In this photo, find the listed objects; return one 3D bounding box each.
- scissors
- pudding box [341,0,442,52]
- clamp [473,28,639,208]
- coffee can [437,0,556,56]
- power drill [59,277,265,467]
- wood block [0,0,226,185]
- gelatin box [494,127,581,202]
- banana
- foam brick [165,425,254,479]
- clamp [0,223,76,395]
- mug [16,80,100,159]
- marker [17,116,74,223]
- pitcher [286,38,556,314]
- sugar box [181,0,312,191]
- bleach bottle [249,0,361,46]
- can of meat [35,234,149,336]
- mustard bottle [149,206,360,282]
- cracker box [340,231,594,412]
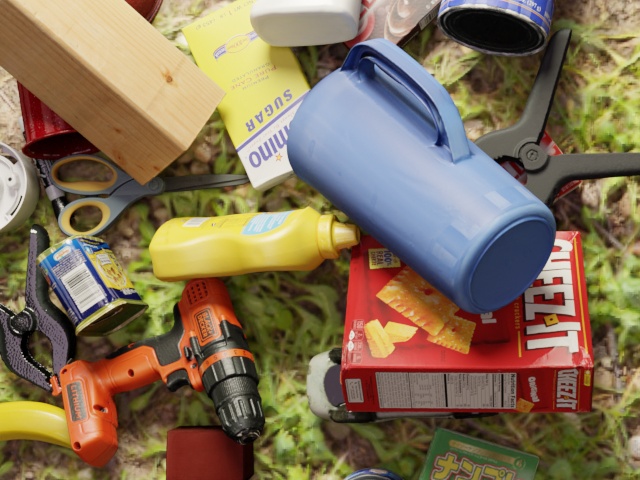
[{"bbox_3d":[-0.177,-0.037,1.068,0.202,0.016,0.096,11,81,4],"label":"scissors"},{"bbox_3d":[0.061,-0.232,1.039,0.113,0.039,0.090,-42,81,4],"label":"pudding box"},{"bbox_3d":[0.205,-0.071,0.976,0.210,0.036,0.165,-44,72,5],"label":"clamp"},{"bbox_3d":[0.172,-0.254,0.980,0.103,0.103,0.140,13,80,9],"label":"coffee can"},{"bbox_3d":[-0.149,0.141,1.013,0.188,0.057,0.184,-27,50,7],"label":"power drill"},{"bbox_3d":[-0.204,-0.161,0.992,0.206,0.090,0.090,41,50,-16],"label":"wood block"},{"bbox_3d":[0.190,-0.059,1.016,0.089,0.030,0.073,-35,82,5],"label":"gelatin box"},{"bbox_3d":[-0.319,0.198,1.078,0.198,0.037,0.069,-3,86,9],"label":"banana"},{"bbox_3d":[-0.107,0.207,1.038,0.078,0.053,0.051,-2,87,7],"label":"foam brick"},{"bbox_3d":[-0.292,0.072,1.080,0.120,0.039,0.171,-37,89,10],"label":"clamp"},{"bbox_3d":[-0.244,-0.134,1.062,0.117,0.093,0.081,-9,80,-18],"label":"mug"},{"bbox_3d":[-0.281,-0.072,1.094,0.020,0.020,0.121,-24,84,7],"label":"marker"},{"bbox_3d":[0.087,-0.054,0.922,0.145,0.149,0.243,-50,50,5],"label":"pitcher"},{"bbox_3d":[-0.058,-0.146,1.050,0.093,0.048,0.176,-26,83,6],"label":"sugar box"},{"bbox_3d":[-0.004,-0.312,1.023,0.103,0.068,0.251,-1,71,16],"label":"bleach bottle"},{"bbox_3d":[-0.222,0.044,1.039,0.057,0.102,0.084,-34,81,5],"label":"can of meat"},{"bbox_3d":[-0.056,0.002,1.003,0.192,0.096,0.058,-5,103,18],"label":"mustard bottle"},{"bbox_3d":[0.130,0.069,0.956,0.214,0.072,0.164,-1,45,9],"label":"cracker box"}]
